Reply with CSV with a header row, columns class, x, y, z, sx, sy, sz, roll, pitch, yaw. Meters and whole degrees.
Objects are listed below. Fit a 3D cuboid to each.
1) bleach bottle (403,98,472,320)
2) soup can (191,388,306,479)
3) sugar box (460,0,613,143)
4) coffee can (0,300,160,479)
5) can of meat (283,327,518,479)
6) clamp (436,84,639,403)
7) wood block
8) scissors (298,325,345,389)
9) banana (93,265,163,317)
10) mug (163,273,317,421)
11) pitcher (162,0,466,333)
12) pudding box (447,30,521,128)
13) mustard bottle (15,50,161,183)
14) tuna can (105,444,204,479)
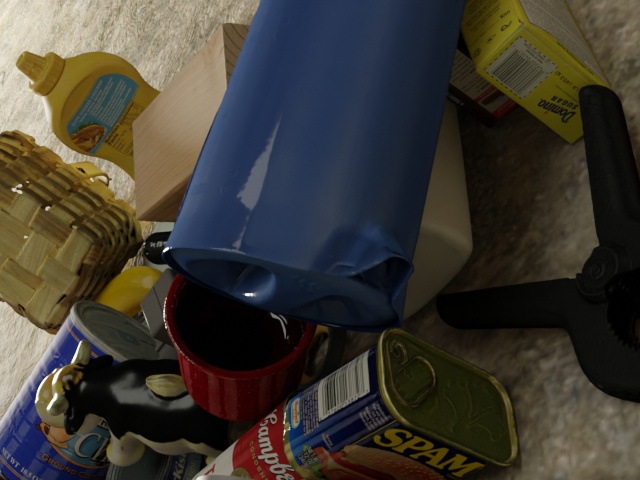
class,x,y,z,sx,sy,sz,roll,pitch,yaw
bleach bottle,0.052,-0.071,0.740,0.103,0.068,0.251,-48,29,40
soup can,-0.029,0.149,0.673,0.102,0.068,0.068,-43,37,26
sugar box,0.121,-0.148,0.677,0.048,0.093,0.176,-42,36,25
coffee can,-0.194,0.135,0.875,0.140,0.102,0.103,-56,33,7
can of meat,0.042,0.102,0.584,0.084,0.102,0.057,-36,40,35
clamp,0.146,0.027,0.558,0.165,0.036,0.210,-54,35,18
wood block,-0.072,-0.081,0.833,0.206,0.090,0.091,-28,62,59
scissors,0.011,0.026,0.762,0.096,0.016,0.202,27,88,57
banana,-0.192,0.078,0.968,0.198,0.037,0.069,-42,37,33
mug,-0.042,0.055,0.679,0.117,0.093,0.081,-45,-20,-27
pitcher,0.002,-0.078,0.605,0.145,0.149,0.243,85,-159,-74
pudding box,0.089,-0.142,0.718,0.039,0.089,0.113,-37,40,34
mustard bottle,-0.195,-0.120,0.992,0.096,0.191,0.058,-53,33,10
tuna can,-0.126,0.177,0.815,0.086,0.033,0.086,-34,41,35
